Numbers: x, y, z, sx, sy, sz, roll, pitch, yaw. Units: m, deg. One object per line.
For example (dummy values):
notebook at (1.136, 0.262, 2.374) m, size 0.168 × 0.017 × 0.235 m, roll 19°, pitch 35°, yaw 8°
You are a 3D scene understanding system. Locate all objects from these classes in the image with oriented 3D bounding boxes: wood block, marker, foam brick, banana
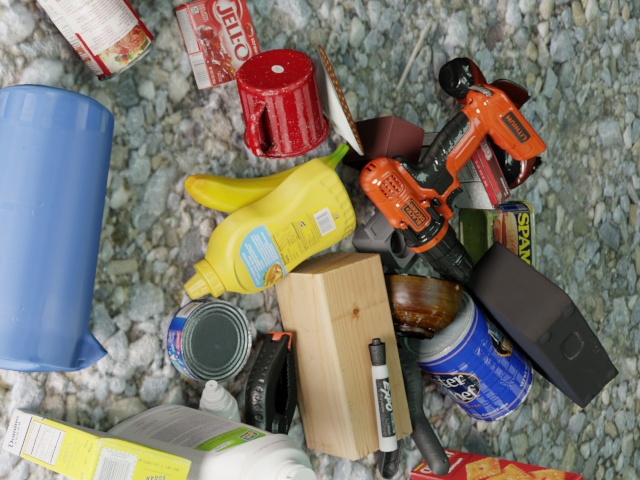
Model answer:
wood block at (0.025, 0.124, 1.175) m, size 0.090 × 0.090 × 0.206 m, roll -17°, pitch 101°, yaw -36°
marker at (0.066, 0.164, 1.137) m, size 0.020 × 0.020 × 0.121 m, roll -11°, pitch 97°, yaw -38°
foam brick at (0.072, -0.107, 1.219) m, size 0.051 × 0.078 × 0.053 m, roll 21°, pitch 77°, yaw -35°
banana at (-0.060, -0.061, 1.129) m, size 0.197 × 0.037 × 0.070 m, roll -17°, pitch 133°, yaw -32°

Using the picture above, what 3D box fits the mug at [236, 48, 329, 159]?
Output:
mug at (-0.046, -0.136, 1.095) m, size 0.117 × 0.093 × 0.081 m, roll -57°, pitch 149°, yaw -38°

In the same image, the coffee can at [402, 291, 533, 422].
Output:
coffee can at (0.177, 0.139, 1.286) m, size 0.140 × 0.103 × 0.102 m, roll 45°, pitch 64°, yaw -30°

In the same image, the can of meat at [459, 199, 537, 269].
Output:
can of meat at (0.224, 0.001, 1.354) m, size 0.083 × 0.058 × 0.102 m, roll -5°, pitch 94°, yaw -36°

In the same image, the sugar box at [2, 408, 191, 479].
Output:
sugar box at (-0.201, 0.190, 0.941) m, size 0.093 × 0.177 × 0.048 m, roll 25°, pitch 73°, yaw -35°

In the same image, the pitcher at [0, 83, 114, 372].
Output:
pitcher at (-0.264, -0.009, 0.933) m, size 0.149 × 0.145 × 0.243 m, roll 20°, pitch 74°, yaw -49°

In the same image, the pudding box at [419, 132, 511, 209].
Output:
pudding box at (0.164, -0.084, 1.268) m, size 0.039 × 0.114 × 0.090 m, roll -37°, pitch 112°, yaw -28°

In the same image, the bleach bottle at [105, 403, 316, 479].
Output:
bleach bottle at (-0.098, 0.204, 0.975) m, size 0.102 × 0.251 × 0.068 m, roll -24°, pitch 105°, yaw -36°

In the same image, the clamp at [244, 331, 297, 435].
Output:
clamp at (-0.053, 0.203, 1.131) m, size 0.164 × 0.036 × 0.210 m, roll 51°, pitch 45°, yaw -59°

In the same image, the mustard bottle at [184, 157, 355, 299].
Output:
mustard bottle at (-0.058, 0.001, 1.108) m, size 0.191 × 0.058 × 0.096 m, roll -34°, pitch 136°, yaw -12°

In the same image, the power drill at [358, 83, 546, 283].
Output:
power drill at (0.158, -0.065, 1.179) m, size 0.187 × 0.057 × 0.184 m, roll -45°, pitch 117°, yaw -3°

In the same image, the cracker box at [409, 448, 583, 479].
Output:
cracker box at (0.222, 0.342, 1.253) m, size 0.072 × 0.214 × 0.164 m, roll -28°, pitch 108°, yaw -37°

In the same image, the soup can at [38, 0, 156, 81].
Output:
soup can at (-0.211, -0.210, 1.001) m, size 0.068 × 0.069 × 0.102 m, roll -49°, pitch 117°, yaw -27°

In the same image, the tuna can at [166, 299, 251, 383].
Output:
tuna can at (-0.115, 0.103, 1.100) m, size 0.085 × 0.034 × 0.086 m, roll 0°, pitch 90°, yaw -38°

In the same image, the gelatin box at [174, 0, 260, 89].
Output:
gelatin box at (-0.103, -0.210, 1.109) m, size 0.073 × 0.030 × 0.089 m, roll -25°, pitch 106°, yaw -36°

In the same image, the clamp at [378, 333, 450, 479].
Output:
clamp at (0.089, 0.197, 1.235) m, size 0.039 × 0.120 × 0.171 m, roll 0°, pitch 68°, yaw -37°
